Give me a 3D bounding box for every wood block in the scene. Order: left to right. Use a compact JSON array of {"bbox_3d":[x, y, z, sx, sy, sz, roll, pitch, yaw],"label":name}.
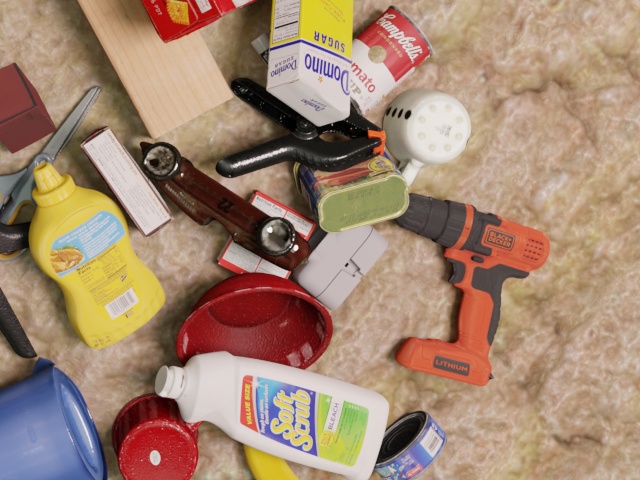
[{"bbox_3d":[-0.176,-0.211,1.049,0.090,0.091,0.206,-29,101,-6],"label":"wood block"}]

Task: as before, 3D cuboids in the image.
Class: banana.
[{"bbox_3d":[-0.031,0.256,1.160,0.069,0.037,0.198,-32,101,-5],"label":"banana"}]

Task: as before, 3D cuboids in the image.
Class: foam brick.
[{"bbox_3d":[-0.298,-0.128,1.038,0.053,0.078,0.051,-28,79,-7],"label":"foam brick"}]

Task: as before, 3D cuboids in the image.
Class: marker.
[{"bbox_3d":[-0.031,-0.162,1.118,0.020,0.020,0.121,-36,102,-5],"label":"marker"}]

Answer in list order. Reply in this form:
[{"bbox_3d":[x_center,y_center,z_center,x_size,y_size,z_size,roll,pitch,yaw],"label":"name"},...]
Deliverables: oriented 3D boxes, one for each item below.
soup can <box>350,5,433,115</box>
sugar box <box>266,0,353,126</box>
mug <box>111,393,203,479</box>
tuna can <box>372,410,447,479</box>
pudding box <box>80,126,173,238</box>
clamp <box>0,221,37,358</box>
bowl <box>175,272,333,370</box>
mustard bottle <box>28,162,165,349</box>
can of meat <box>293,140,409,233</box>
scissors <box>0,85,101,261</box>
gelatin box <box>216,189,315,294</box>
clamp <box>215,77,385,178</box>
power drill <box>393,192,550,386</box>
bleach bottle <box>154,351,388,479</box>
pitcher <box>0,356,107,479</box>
[{"bbox_3d":[0.057,-0.185,1.108,0.102,0.068,0.068,-42,102,-3],"label":"soup can"},{"bbox_3d":[-0.007,-0.211,1.047,0.048,0.093,0.176,-13,66,31],"label":"sugar box"},{"bbox_3d":[-0.160,0.206,1.106,0.117,0.081,0.093,-37,102,-5],"label":"mug"},{"bbox_3d":[0.093,0.224,1.154,0.086,0.086,0.033,-41,100,-4],"label":"tuna can"},{"bbox_3d":[-0.194,-0.060,1.064,0.039,0.090,0.113,-37,102,-5],"label":"pudding box"},{"bbox_3d":[-0.325,0.007,1.047,0.209,0.036,0.164,35,85,-35],"label":"clamp"},{"bbox_3d":[-0.071,0.083,1.099,0.162,0.055,0.162,-7,138,-7],"label":"bowl"},{"bbox_3d":[-0.231,0.008,1.050,0.096,0.058,0.191,-35,122,-21],"label":"mustard bottle"},{"bbox_3d":[0.032,-0.057,1.102,0.102,0.084,0.057,-16,125,-8],"label":"can of meat"},{"bbox_3d":[-0.302,-0.079,1.079,0.096,0.016,0.202,21,93,-14],"label":"scissors"},{"bbox_3d":[-0.057,0.001,1.128,0.073,0.030,0.089,28,91,-11],"label":"gelatin box"},{"bbox_3d":[-0.021,-0.116,1.085,0.171,0.039,0.120,0,65,-5],"label":"clamp"},{"bbox_3d":[0.143,0.053,1.157,0.184,0.057,0.188,17,93,-12],"label":"power drill"},{"bbox_3d":[-0.053,0.177,1.097,0.250,0.068,0.102,18,88,-29],"label":"bleach bottle"},{"bbox_3d":[-0.339,0.235,1.050,0.242,0.149,0.145,-23,112,-4],"label":"pitcher"}]
